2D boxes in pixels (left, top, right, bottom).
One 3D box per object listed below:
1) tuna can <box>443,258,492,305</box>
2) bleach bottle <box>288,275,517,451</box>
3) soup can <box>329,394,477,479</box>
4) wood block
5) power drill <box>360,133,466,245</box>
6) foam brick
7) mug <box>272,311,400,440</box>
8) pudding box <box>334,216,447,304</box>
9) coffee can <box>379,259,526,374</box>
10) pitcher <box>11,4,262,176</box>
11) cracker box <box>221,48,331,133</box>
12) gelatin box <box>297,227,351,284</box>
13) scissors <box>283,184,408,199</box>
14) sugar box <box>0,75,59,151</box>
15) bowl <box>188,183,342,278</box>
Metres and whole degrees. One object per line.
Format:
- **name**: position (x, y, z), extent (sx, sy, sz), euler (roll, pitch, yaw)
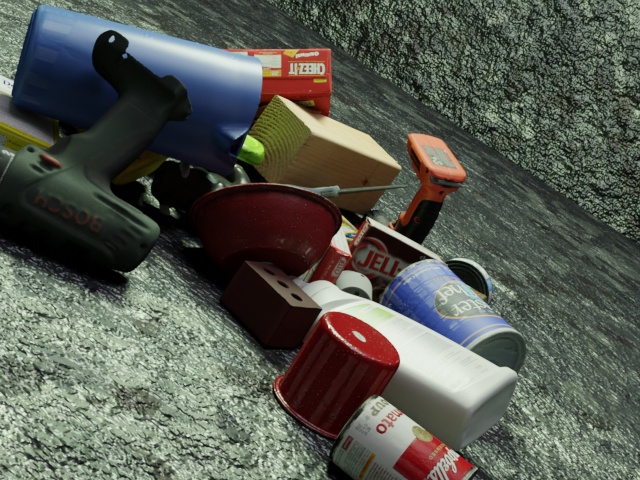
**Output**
- **tuna can**: position (0.178, 0.066, 1.377), extent (0.086, 0.086, 0.033), euler (35, 15, 14)
- **bleach bottle**: position (0.063, 0.104, 1.056), extent (0.251, 0.068, 0.102), euler (32, 34, 28)
- **soup can**: position (0.066, 0.181, 0.863), extent (0.102, 0.068, 0.068), euler (35, 17, 18)
- **wood block**: position (0.003, -0.110, 1.434), extent (0.205, 0.091, 0.090), euler (16, 26, -51)
- **power drill**: position (0.115, -0.041, 1.393), extent (0.057, 0.188, 0.184), euler (6, 31, -23)
- **foam brick**: position (-0.048, 0.063, 1.040), extent (0.078, 0.051, 0.052), euler (41, 18, 32)
- **mug**: position (0.022, 0.115, 0.953), extent (0.093, 0.081, 0.117), euler (36, 17, 15)
- **pudding box**: position (0.081, 0.037, 1.282), extent (0.113, 0.090, 0.039), euler (26, 16, -17)
- **coffee can**: position (0.143, 0.101, 1.178), extent (0.102, 0.103, 0.140), euler (16, 22, -42)
- **pitcher**: position (-0.193, -0.166, 1.126), extent (0.242, 0.145, 0.149), euler (15, -15, -19)
- **cracker box**: position (-0.069, -0.198, 1.489), extent (0.164, 0.072, 0.214), euler (-1, -12, -2)
- **gelatin box**: position (0.002, 0.026, 1.201), extent (0.030, 0.073, 0.089), euler (27, 16, -16)
- **scissors**: position (0.000, -0.062, 1.330), extent (0.202, 0.016, 0.096), euler (-7, -9, 23)
- **sugar box**: position (-0.322, -0.121, 1.112), extent (0.093, 0.048, 0.176), euler (25, 13, -23)
- **bowl**: position (-0.057, 0.001, 1.105), extent (0.161, 0.162, 0.055), euler (20, 59, -35)
